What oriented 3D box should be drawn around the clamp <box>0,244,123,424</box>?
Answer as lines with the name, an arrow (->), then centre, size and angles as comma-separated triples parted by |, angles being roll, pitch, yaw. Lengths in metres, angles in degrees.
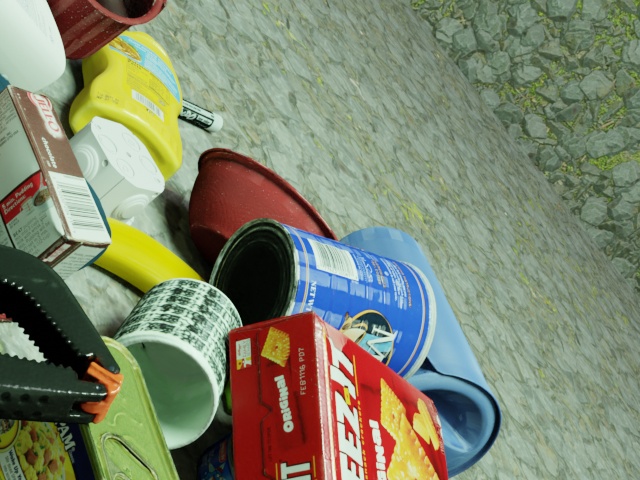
clamp -> -0.192, 0.027, 0.491 | 0.210, 0.036, 0.164 | 35, 41, 3

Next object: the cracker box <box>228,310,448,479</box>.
cracker box -> 0.023, 0.160, 0.714 | 0.213, 0.072, 0.164 | 42, 37, -54

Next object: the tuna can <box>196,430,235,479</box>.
tuna can -> -0.044, 0.170, 0.726 | 0.086, 0.034, 0.086 | 45, 21, -23

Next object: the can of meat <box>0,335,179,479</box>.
can of meat -> -0.130, 0.112, 0.548 | 0.057, 0.084, 0.102 | 24, 35, -55

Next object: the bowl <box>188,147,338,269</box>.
bowl -> -0.056, 0.001, 0.880 | 0.162, 0.055, 0.162 | 35, -23, 17

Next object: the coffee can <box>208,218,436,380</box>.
coffee can -> 0.002, 0.050, 0.791 | 0.140, 0.103, 0.103 | 18, 39, -38

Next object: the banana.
banana -> -0.113, 0.039, 0.782 | 0.197, 0.037, 0.069 | 47, 20, -19

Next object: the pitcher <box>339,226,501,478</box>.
pitcher -> 0.071, 0.104, 0.989 | 0.144, 0.149, 0.243 | 26, 27, -25

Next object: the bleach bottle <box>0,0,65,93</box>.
bleach bottle -> -0.243, -0.192, 0.683 | 0.102, 0.068, 0.251 | 63, -3, 23

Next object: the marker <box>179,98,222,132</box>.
marker -> -0.137, -0.130, 1.038 | 0.121, 0.020, 0.020 | 20, 38, -58

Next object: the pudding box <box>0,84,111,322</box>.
pudding box -> -0.185, -0.022, 0.637 | 0.039, 0.090, 0.113 | 14, 45, -57

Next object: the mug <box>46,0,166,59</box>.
mug -> -0.177, -0.196, 0.853 | 0.117, 0.082, 0.093 | -2, 73, -49

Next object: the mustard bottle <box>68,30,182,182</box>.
mustard bottle -> -0.162, -0.130, 0.919 | 0.096, 0.058, 0.191 | 36, 26, -28
